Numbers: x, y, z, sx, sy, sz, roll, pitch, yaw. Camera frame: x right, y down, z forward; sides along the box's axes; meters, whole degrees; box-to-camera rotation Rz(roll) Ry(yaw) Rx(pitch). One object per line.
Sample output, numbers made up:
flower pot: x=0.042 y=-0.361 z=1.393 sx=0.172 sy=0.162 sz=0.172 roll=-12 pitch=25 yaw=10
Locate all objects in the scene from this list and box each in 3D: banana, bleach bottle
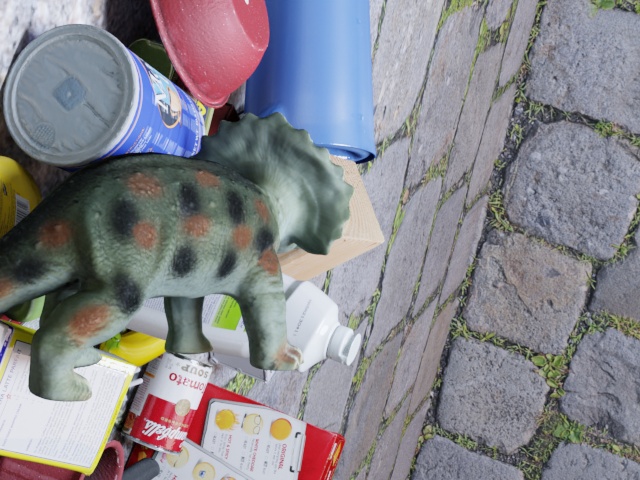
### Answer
banana: x=-0.166 y=0.096 z=1.074 sx=0.070 sy=0.037 sz=0.197 roll=-35 pitch=176 yaw=26
bleach bottle: x=-0.088 y=0.062 z=0.947 sx=0.068 sy=0.251 sz=0.102 roll=54 pitch=57 yaw=-70

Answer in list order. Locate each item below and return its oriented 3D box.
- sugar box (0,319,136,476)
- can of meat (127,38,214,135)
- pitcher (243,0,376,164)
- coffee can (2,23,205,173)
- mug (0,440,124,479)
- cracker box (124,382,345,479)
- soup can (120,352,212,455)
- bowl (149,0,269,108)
sugar box: x=-0.228 y=0.107 z=0.775 sx=0.176 sy=0.048 sz=0.093 roll=26 pitch=82 yaw=-40
can of meat: x=-0.136 y=-0.123 z=0.932 sx=0.083 sy=0.057 sz=0.102 roll=-11 pitch=118 yaw=-68
pitcher: x=-0.005 y=-0.194 z=1.056 sx=0.149 sy=0.145 sz=0.243 roll=154 pitch=-61 yaw=-78
coffee can: x=-0.159 y=-0.092 z=0.809 sx=0.140 sy=0.103 sz=0.103 roll=30 pitch=80 yaw=-73
mug: x=-0.230 y=0.198 z=0.938 sx=0.093 sy=0.081 sz=0.117 roll=-44 pitch=147 yaw=-62
cracker box: x=-0.100 y=0.256 z=1.189 sx=0.072 sy=0.214 sz=0.164 roll=48 pitch=63 yaw=-71
soup can: x=-0.164 y=0.171 z=1.148 sx=0.068 sy=0.068 sz=0.102 roll=42 pitch=68 yaw=-72
bowl: x=-0.085 y=-0.195 z=0.889 sx=0.162 sy=0.055 sz=0.162 roll=-13 pitch=90 yaw=-73
